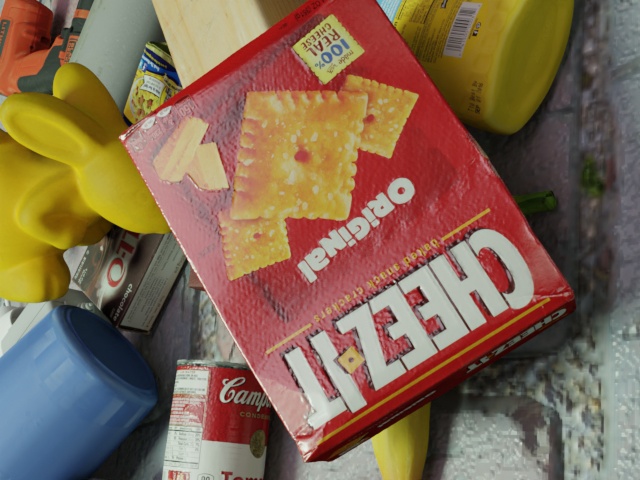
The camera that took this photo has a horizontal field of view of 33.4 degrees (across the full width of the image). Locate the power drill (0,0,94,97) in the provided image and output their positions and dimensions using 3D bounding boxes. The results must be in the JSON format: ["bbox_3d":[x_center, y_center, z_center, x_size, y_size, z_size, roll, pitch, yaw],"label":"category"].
[{"bbox_3d":[-0.250,-0.199,1.034,0.188,0.057,0.184,15,89,49],"label":"power drill"}]

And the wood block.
[{"bbox_3d":[-0.043,-0.133,0.761,0.090,0.090,0.206,-45,48,29],"label":"wood block"}]

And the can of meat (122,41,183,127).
[{"bbox_3d":[-0.114,-0.104,0.846,0.102,0.057,0.084,39,114,47],"label":"can of meat"}]

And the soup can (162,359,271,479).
[{"bbox_3d":[-0.069,0.135,0.720,0.069,0.068,0.102,-7,73,46],"label":"soup can"}]

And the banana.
[{"bbox_3d":[0.065,0.049,0.624,0.070,0.037,0.198,32,102,50],"label":"banana"}]

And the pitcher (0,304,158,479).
[{"bbox_3d":[-0.251,0.159,0.823,0.243,0.149,0.145,-45,47,6],"label":"pitcher"}]

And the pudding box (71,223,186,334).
[{"bbox_3d":[-0.149,0.007,0.870,0.090,0.039,0.113,35,104,47],"label":"pudding box"}]

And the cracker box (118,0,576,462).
[{"bbox_3d":[0.012,-0.012,0.581,0.164,0.072,0.214,-33,75,7],"label":"cracker box"}]

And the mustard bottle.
[{"bbox_3d":[0.062,-0.130,0.670,0.192,0.058,0.096,24,95,48],"label":"mustard bottle"}]
